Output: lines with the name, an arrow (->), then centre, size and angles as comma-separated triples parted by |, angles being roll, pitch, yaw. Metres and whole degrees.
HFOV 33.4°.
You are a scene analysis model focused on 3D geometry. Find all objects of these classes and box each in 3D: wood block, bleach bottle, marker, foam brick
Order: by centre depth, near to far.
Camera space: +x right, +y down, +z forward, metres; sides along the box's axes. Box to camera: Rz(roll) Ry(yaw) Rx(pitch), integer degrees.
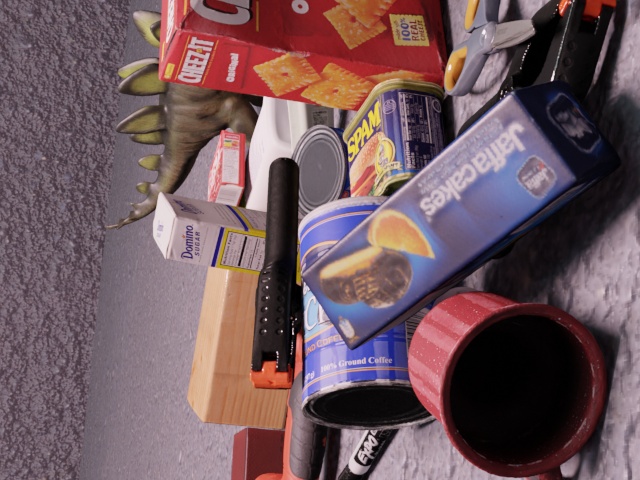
marker -> 0.040, 0.160, 0.840 | 0.020, 0.020, 0.121 | -100, 25, -44
foam brick -> -0.057, 0.229, 1.057 | 0.051, 0.053, 0.078 | 136, 140, -62
wood block -> -0.073, 0.081, 1.108 | 0.090, 0.090, 0.206 | -155, 74, -72
bleach bottle -> -0.058, -0.068, 1.179 | 0.251, 0.068, 0.102 | 121, 153, -56

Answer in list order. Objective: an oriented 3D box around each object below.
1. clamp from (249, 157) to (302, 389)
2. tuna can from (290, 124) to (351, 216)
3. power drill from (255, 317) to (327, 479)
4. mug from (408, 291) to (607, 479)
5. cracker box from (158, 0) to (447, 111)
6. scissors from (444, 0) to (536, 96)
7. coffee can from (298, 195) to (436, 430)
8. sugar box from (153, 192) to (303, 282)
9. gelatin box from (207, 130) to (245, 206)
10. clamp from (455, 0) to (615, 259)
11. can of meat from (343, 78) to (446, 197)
clamp -> -0.031, 0.055, 0.820 | 0.210, 0.036, 0.164 | -88, -3, -55
tuna can -> 0.008, -0.061, 0.972 | 0.086, 0.033, 0.086 | -8, 80, 53
power drill -> -0.025, 0.158, 0.978 | 0.185, 0.057, 0.187 | -179, 97, -72
mug -> 0.102, 0.084, 0.592 | 0.117, 0.093, 0.081 | 64, 173, -12
cracker box -> -0.013, -0.192, 0.839 | 0.072, 0.213, 0.164 | 124, 149, -55
scissors -> 0.114, -0.148, 0.693 | 0.202, 0.016, 0.096 | 137, 145, -79
coffee can -> 0.036, 0.053, 0.762 | 0.103, 0.102, 0.140 | 127, 146, -57
sugar box -> -0.056, 0.001, 0.950 | 0.093, 0.176, 0.048 | -135, 55, -68
gelatin box -> -0.105, -0.065, 1.174 | 0.089, 0.030, 0.073 | 116, 157, -55
clamp -> 0.126, -0.072, 0.643 | 0.172, 0.039, 0.120 | 114, 156, -51
can of meat -> 0.058, -0.061, 0.821 | 0.102, 0.057, 0.084 | 129, 143, -59
